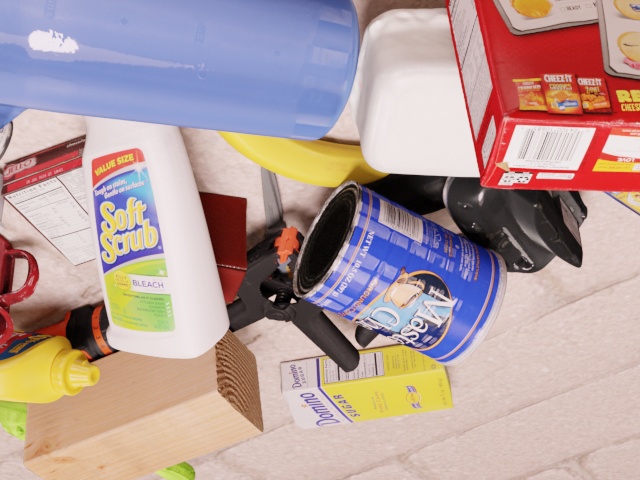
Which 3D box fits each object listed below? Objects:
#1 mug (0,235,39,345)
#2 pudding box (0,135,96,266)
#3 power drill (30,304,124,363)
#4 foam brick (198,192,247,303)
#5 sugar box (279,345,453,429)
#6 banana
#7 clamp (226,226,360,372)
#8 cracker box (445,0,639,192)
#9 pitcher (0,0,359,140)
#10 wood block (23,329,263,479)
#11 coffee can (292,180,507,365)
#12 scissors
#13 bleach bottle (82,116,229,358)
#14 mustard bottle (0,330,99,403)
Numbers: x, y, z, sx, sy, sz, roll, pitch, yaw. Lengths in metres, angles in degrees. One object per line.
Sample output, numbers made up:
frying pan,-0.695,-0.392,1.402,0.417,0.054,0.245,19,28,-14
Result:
mug,-0.301,0.037,0.933,0.117,0.081,0.093,-14,142,11
pudding box,-0.196,-0.032,0.890,0.090,0.039,0.113,-17,139,15
power drill,-0.186,0.127,1.085,0.185,0.057,0.187,-16,139,20
foam brick,-0.094,0.005,0.918,0.053,0.078,0.051,9,141,-15
sugar box,0.051,0.159,1.161,0.176,0.048,0.093,-12,142,7
banana,-0.018,-0.080,0.853,0.197,0.037,0.070,13,120,-24
clamp,-0.026,0.059,0.988,0.164,0.036,0.210,14,146,-4
cracker box,0.167,-0.129,0.660,0.164,0.213,0.072,1,144,-7
pitcher,-0.100,-0.145,0.694,0.242,0.145,0.149,7,153,-21
wood block,-0.167,0.161,1.011,0.206,0.091,0.090,-22,138,15
coffee can,0.063,0.027,0.859,0.140,0.102,0.103,26,134,-17
scissors,-0.056,0.001,0.968,0.096,0.016,0.201,-14,141,12
bleach bottle,-0.141,-0.033,0.818,0.103,0.068,0.251,5,119,29
mustard bottle,-0.287,0.114,0.981,0.192,0.096,0.058,4,103,24
